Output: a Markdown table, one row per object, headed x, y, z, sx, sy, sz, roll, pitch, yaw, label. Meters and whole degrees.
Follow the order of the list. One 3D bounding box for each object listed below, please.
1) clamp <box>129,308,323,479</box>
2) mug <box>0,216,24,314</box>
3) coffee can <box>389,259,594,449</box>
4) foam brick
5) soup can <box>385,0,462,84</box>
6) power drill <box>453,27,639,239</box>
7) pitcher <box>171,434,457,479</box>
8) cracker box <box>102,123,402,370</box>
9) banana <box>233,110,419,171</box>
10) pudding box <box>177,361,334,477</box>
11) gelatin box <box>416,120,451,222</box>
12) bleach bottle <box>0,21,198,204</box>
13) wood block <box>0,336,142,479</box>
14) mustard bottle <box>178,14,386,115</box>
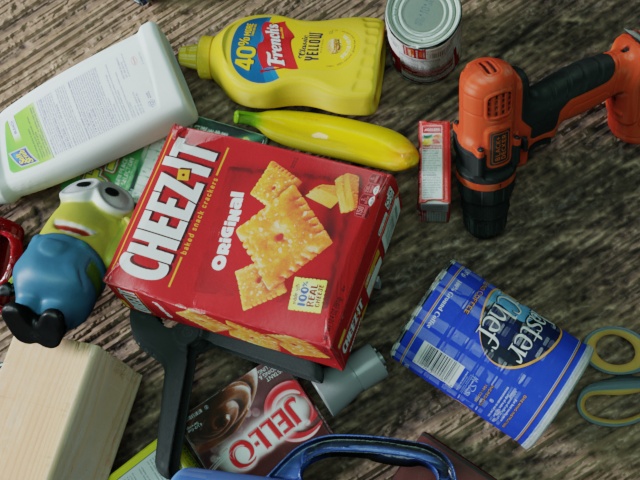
| x | y | z | sx | sy | sz | roll | pitch | yaw | label |
| --- | --- | --- | --- | --- | --- | --- | --- | --- | --- |
| -0.101 | 0.086 | 0.951 | 0.164 | 0.036 | 0.210 | -26 | 63 | 1 | clamp |
| -0.313 | 0.018 | 0.979 | 0.117 | 0.093 | 0.081 | -2 | 73 | 41 | mug |
| 0.145 | 0.096 | 0.909 | 0.140 | 0.103 | 0.103 | 33 | 86 | 11 | coffee can |
| 0.107 | 0.207 | 0.921 | 0.078 | 0.053 | 0.051 | 32 | 86 | 12 | foam brick |
| 0.094 | -0.188 | 0.961 | 0.068 | 0.102 | 0.068 | -1 | 81 | 7 | soup can |
| 0.203 | -0.093 | 0.922 | 0.187 | 0.184 | 0.057 | -20 | 47 | -13 | power drill |
| -0.006 | 0.243 | 0.851 | 0.243 | 0.149 | 0.145 | 8 | 112 | 11 | pitcher |
| -0.056 | 0.001 | 0.920 | 0.214 | 0.072 | 0.164 | 15 | 69 | 17 | cracker box |
| 0.016 | -0.089 | 0.958 | 0.198 | 0.069 | 0.037 | 15 | 111 | 34 | banana |
| -0.057 | 0.168 | 0.954 | 0.113 | 0.039 | 0.090 | -34 | 78 | 0 | pudding box |
| 0.101 | -0.059 | 0.946 | 0.030 | 0.089 | 0.073 | 0 | 80 | 6 | gelatin box |
| -0.246 | -0.107 | 0.995 | 0.251 | 0.068 | 0.102 | -23 | 76 | 3 | bleach bottle |
| -0.241 | 0.193 | 0.916 | 0.091 | 0.090 | 0.206 | 8 | 68 | 24 | wood block |
| -0.038 | -0.167 | 0.994 | 0.192 | 0.058 | 0.096 | 4 | 62 | 9 | mustard bottle |
